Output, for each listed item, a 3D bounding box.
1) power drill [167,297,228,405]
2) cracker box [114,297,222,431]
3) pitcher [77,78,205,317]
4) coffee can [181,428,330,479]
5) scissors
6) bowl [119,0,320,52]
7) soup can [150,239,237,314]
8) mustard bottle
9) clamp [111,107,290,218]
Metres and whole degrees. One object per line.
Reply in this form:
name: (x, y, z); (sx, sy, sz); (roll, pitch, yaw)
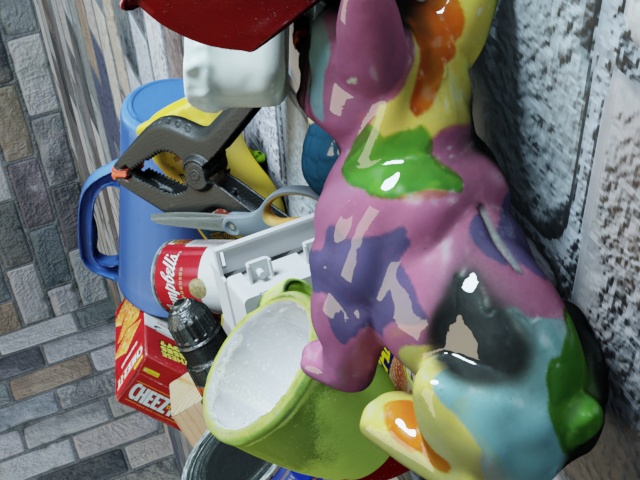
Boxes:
power drill: (-0.035, 0.126, 0.894); (0.188, 0.057, 0.184); (-1, 126, 50)
cracker box: (-0.146, 0.138, 1.201); (0.072, 0.164, 0.214); (-56, 20, 13)
pitcher: (-0.163, -0.044, 1.127); (0.145, 0.149, 0.243); (34, 138, 28)
coffee can: (-0.021, 0.198, 0.795); (0.140, 0.103, 0.103); (50, 176, -27)
scissors: (-0.056, 0.001, 0.888); (0.202, 0.016, 0.096); (-13, 115, 43)
bowl: (-0.013, -0.137, 0.495); (0.055, 0.162, 0.162); (52, 167, -9)
soup can: (-0.091, 0.033, 0.953); (0.102, 0.068, 0.068); (0, 114, 30)
mustard bottle: (-0.086, -0.042, 0.987); (0.096, 0.058, 0.191); (-18, 110, 39)
clamp: (-0.094, -0.071, 0.906); (0.210, 0.036, 0.164); (9, 118, 31)
